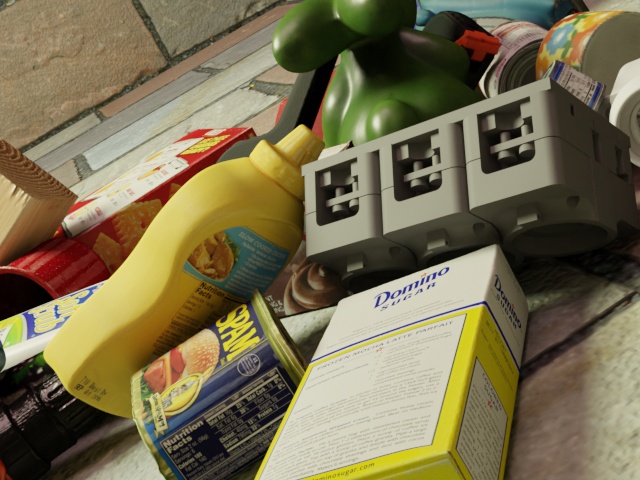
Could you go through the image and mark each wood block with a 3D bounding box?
[{"bbox_3d":[-0.309,0.022,0.901,0.206,0.091,0.090,-55,-7,10],"label":"wood block"}]

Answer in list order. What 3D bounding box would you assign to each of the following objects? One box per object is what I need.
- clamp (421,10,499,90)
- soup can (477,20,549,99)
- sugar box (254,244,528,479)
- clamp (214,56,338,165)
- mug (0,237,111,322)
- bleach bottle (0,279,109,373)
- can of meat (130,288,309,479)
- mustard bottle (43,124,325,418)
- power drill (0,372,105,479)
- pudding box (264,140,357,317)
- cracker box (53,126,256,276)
[{"bbox_3d":[0.079,-0.117,0.816,0.039,0.120,0.172,1,1,-18],"label":"clamp"},{"bbox_3d":[0.152,-0.120,0.773,0.068,0.068,0.102,-27,17,7],"label":"soup can"},{"bbox_3d":[0.035,0.068,0.458,0.093,0.048,0.176,-21,14,24],"label":"sugar box"},{"bbox_3d":[-0.026,-0.066,0.839,0.210,0.164,0.036,-31,-27,19],"label":"clamp"},{"bbox_3d":[-0.226,0.057,0.872,0.117,0.093,0.081,-62,-6,29],"label":"mug"},{"bbox_3d":[-0.162,0.065,0.766,0.251,0.068,0.102,-25,18,8],"label":"bleach bottle"},{"bbox_3d":[-0.048,0.078,0.546,0.084,0.057,0.102,-33,16,-2],"label":"can of meat"},{"bbox_3d":[-0.065,0.013,0.605,0.192,0.096,0.058,-50,56,7],"label":"mustard bottle"},{"bbox_3d":[-0.186,0.139,0.560,0.184,0.057,0.188,-39,8,-9],"label":"power drill"},{"bbox_3d":[-0.011,-0.004,0.665,0.114,0.090,0.039,-16,20,36],"label":"pudding box"},{"bbox_3d":[-0.163,-0.026,1.016,0.213,0.072,0.164,-34,18,-18],"label":"cracker box"}]
